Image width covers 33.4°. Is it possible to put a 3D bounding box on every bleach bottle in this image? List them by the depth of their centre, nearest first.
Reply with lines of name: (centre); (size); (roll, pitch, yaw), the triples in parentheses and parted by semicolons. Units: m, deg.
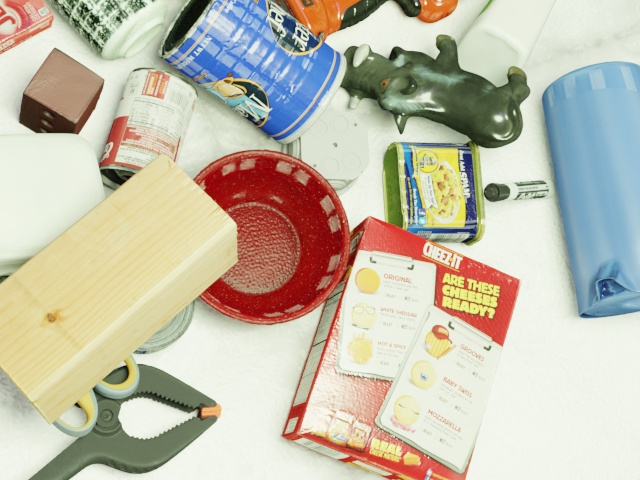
bleach bottle: (0.226, -0.272, 1.116); (0.068, 0.103, 0.250); (33, 64, -1)

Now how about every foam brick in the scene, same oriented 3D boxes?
foam brick: (-0.229, -0.123, 0.945); (0.053, 0.078, 0.051); (32, 69, -8)

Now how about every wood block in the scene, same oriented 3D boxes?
wood block: (-0.172, 0.038, 0.859); (0.206, 0.090, 0.091); (-41, 76, -17)

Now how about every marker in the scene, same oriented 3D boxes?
marker: (0.197, -0.049, 1.054); (0.120, 0.020, 0.020); (-7, 77, -51)

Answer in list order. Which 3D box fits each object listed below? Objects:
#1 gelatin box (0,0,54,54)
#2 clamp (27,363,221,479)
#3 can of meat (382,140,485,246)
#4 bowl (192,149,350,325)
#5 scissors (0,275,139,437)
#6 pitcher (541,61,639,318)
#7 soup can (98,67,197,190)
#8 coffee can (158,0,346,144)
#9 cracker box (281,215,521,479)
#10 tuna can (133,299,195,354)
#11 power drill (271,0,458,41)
gelatin box: (-0.298, -0.218, 0.971); (0.073, 0.030, 0.089); (-34, 88, -21)
clamp: (-0.192, 0.144, 0.914); (0.209, 0.036, 0.164); (-7, 74, -20)
can of meat: (0.109, -0.046, 1.040); (0.083, 0.057, 0.102); (0, 77, -15)
bowl: (-0.056, 0.001, 0.976); (0.162, 0.055, 0.162); (3, 76, -12)
scissors: (-0.223, 0.070, 0.911); (0.096, 0.016, 0.202); (-16, 68, -27)
pitcher: (0.304, -0.048, 1.070); (0.145, 0.149, 0.243); (-9, 76, -3)
soup can: (-0.155, -0.097, 0.966); (0.068, 0.069, 0.102); (18, 72, -12)
coffee can: (-0.062, -0.168, 0.975); (0.140, 0.103, 0.102); (34, 69, -23)
cracker box: (0.075, 0.109, 0.985); (0.164, 0.072, 0.213); (23, 71, -11)
tuna can: (-0.156, 0.058, 0.947); (0.086, 0.034, 0.086); (4, 76, -16)
power drill: (0.029, -0.282, 1.070); (0.187, 0.057, 0.184); (-27, 86, -21)
